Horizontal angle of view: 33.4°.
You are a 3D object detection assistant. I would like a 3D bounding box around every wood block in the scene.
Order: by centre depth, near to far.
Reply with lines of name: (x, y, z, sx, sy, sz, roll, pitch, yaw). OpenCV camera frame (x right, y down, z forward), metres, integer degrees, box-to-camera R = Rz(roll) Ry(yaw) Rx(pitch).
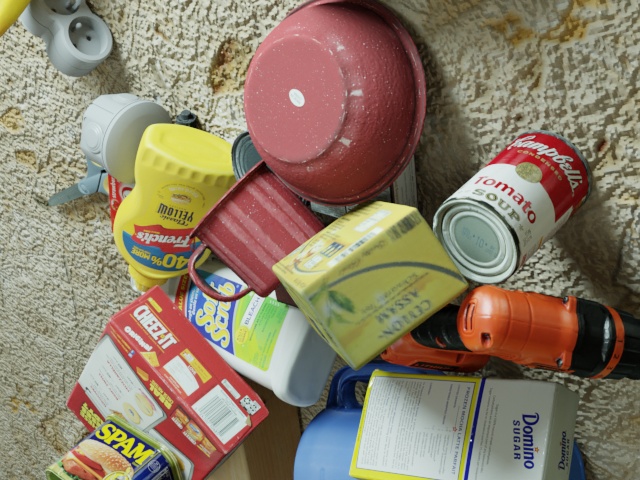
wood block: (-0.083, 0.192, 1.132, 0.090, 0.090, 0.206, 21, 133, 34)

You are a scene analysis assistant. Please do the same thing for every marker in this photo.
marker: (-0.124, -0.072, 1.016, 0.020, 0.020, 0.121, 27, 136, 28)

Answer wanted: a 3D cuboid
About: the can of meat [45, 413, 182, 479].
can of meat: (-0.197, 0.223, 1.011, 0.102, 0.083, 0.057, 23, 136, 35)

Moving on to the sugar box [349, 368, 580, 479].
sugar box: (0.110, 0.154, 0.834, 0.177, 0.093, 0.048, 0, 159, 40)

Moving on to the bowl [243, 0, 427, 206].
bowl: (-0.004, -0.104, 0.789, 0.162, 0.055, 0.162, 4, 97, 36)

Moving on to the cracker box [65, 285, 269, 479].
cracker box: (-0.155, 0.163, 1.049, 0.164, 0.072, 0.214, 47, 144, 7)

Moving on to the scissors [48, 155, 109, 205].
scissors: (-0.252, -0.076, 1.142, 0.202, 0.016, 0.096, 4, 125, 42)

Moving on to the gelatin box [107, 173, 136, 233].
gelatin box: (-0.173, -0.036, 1.068, 0.073, 0.030, 0.089, 17, 134, 10)

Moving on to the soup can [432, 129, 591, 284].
soup can: (0.132, -0.024, 0.732, 0.069, 0.102, 0.068, 26, 136, 28)

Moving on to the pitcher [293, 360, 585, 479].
pitcher: (0.101, 0.198, 0.935, 0.243, 0.145, 0.149, -9, 133, 44)

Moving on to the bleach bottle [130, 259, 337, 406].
bleach bottle: (-0.097, 0.076, 1.050, 0.251, 0.102, 0.068, 16, 173, 38)

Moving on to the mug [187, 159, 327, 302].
mug: (-0.056, 0.001, 0.877, 0.081, 0.117, 0.093, 44, 166, -1)

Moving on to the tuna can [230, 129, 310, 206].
tuna can: (-0.035, -0.064, 0.921, 0.086, 0.033, 0.086, 26, 136, 28)

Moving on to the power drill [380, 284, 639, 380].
power drill: (0.144, 0.071, 0.788, 0.184, 0.057, 0.188, 14, 168, -26)

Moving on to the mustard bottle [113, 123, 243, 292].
mustard bottle: (-0.144, -0.019, 1.009, 0.096, 0.058, 0.192, 15, 132, -14)
